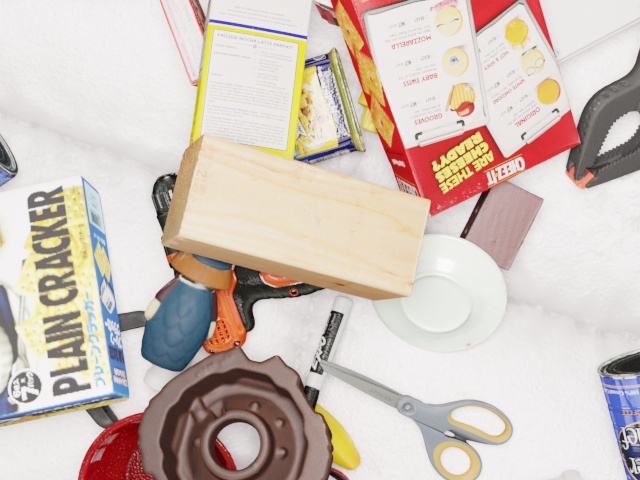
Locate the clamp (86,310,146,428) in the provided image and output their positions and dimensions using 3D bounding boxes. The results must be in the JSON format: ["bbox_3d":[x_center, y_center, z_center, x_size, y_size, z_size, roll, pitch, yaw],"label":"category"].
[{"bbox_3d":[-0.255,0.115,1.058,0.171,0.039,0.120,10,80,9],"label":"clamp"}]

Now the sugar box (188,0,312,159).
[{"bbox_3d":[-0.062,-0.161,0.962,0.093,0.048,0.176,9,81,-12],"label":"sugar box"}]

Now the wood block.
[{"bbox_3d":[-0.023,-0.016,0.927,0.206,0.091,0.090,16,80,-17],"label":"wood block"}]

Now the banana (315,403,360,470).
[{"bbox_3d":[-0.050,0.170,1.054,0.198,0.037,0.070,16,120,5],"label":"banana"}]

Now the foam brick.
[{"bbox_3d":[0.170,-0.018,1.014,0.051,0.053,0.078,26,95,2],"label":"foam brick"}]

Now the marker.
[{"bbox_3d":[0.004,0.113,1.033,0.020,0.020,0.121,20,76,2],"label":"marker"}]

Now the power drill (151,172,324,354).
[{"bbox_3d":[-0.057,0.001,1.031,0.188,0.057,0.184,-18,96,8],"label":"power drill"}]

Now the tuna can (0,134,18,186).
[{"bbox_3d":[-0.330,-0.089,1.027,0.034,0.086,0.086,-34,91,3],"label":"tuna can"}]

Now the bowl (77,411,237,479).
[{"bbox_3d":[-0.154,0.242,1.054,0.162,0.055,0.162,0,94,4],"label":"bowl"}]

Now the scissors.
[{"bbox_3d":[0.086,0.180,1.038,0.201,0.016,0.096,12,101,-6],"label":"scissors"}]

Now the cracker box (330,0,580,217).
[{"bbox_3d":[0.121,-0.154,0.954,0.164,0.072,0.213,-26,112,-9],"label":"cracker box"}]

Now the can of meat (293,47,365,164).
[{"bbox_3d":[-0.011,-0.122,1.018,0.084,0.057,0.102,-16,92,7],"label":"can of meat"}]

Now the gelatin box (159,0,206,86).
[{"bbox_3d":[-0.118,-0.189,1.011,0.030,0.073,0.089,-21,92,5],"label":"gelatin box"}]
